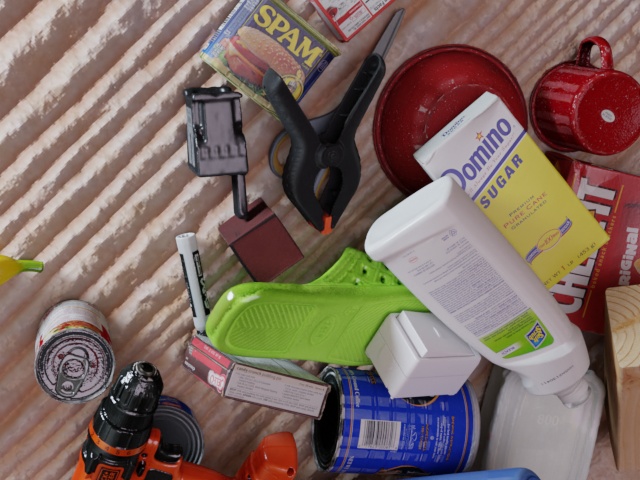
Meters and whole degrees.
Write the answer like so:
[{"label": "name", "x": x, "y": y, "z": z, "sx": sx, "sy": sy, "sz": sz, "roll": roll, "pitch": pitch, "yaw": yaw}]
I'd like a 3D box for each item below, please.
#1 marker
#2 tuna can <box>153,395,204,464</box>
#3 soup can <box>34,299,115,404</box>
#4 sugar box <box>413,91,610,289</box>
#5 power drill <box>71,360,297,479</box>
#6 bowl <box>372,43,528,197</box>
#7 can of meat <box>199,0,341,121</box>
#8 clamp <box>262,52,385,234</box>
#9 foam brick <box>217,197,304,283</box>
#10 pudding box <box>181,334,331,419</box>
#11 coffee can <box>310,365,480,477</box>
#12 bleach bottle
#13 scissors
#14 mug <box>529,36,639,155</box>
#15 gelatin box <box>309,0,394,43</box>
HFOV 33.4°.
[{"label": "marker", "x": -0.117, "y": 0.053, "z": 1.014, "sx": 0.020, "sy": 0.020, "sz": 0.121, "roll": -12, "pitch": 104, "yaw": -11}, {"label": "tuna can", "x": -0.156, "y": 0.194, "z": 1.027, "sx": 0.086, "sy": 0.034, "sz": 0.086, "roll": -3, "pitch": 103, "yaw": -13}, {"label": "soup can", "x": -0.220, "y": 0.097, "z": 0.955, "sx": 0.068, "sy": 0.102, "sz": 0.068, "roll": -3, "pitch": 102, "yaw": -13}, {"label": "sugar box", "x": 0.177, "y": -0.041, "z": 0.986, "sx": 0.093, "sy": 0.048, "sz": 0.176, "roll": -41, "pitch": 107, "yaw": 5}, {"label": "power drill", "x": -0.119, "y": 0.192, "z": 0.960, "sx": 0.187, "sy": 0.057, "sz": 0.185, "roll": 16, "pitch": 125, "yaw": -17}, {"label": "bowl", "x": 0.134, "y": -0.106, "z": 1.023, "sx": 0.162, "sy": 0.055, "sz": 0.162, "roll": -3, "pitch": 102, "yaw": -13}, {"label": "can of meat", "x": -0.047, "y": -0.169, "z": 0.965, "sx": 0.102, "sy": 0.057, "sz": 0.084, "roll": 37, "pitch": 93, "yaw": -18}, {"label": "clamp", "x": 0.011, "y": -0.091, "z": 0.974, "sx": 0.120, "sy": 0.039, "sz": 0.171, "roll": -17, "pitch": 125, "yaw": -17}, {"label": "foam brick", "x": -0.056, "y": 0.001, "z": 0.988, "sx": 0.053, "sy": 0.078, "sz": 0.051, "roll": -35, "pitch": 108, "yaw": -2}, {"label": "pudding box", "x": -0.060, "y": 0.127, "z": 0.995, "sx": 0.113, "sy": 0.090, "sz": 0.039, "roll": 17, "pitch": 94, "yaw": -33}, {"label": "coffee can", "x": 0.071, "y": 0.179, "z": 1.043, "sx": 0.140, "sy": 0.103, "sz": 0.103, "roll": 6, "pitch": 100, "yaw": -15}, {"label": "bleach bottle", "x": 0.157, "y": 0.063, "z": 0.974, "sx": 0.103, "sy": 0.068, "sz": 0.250, "roll": -34, "pitch": 108, "yaw": 27}, {"label": "scissors", "x": 0.012, "y": -0.131, "z": 1.008, "sx": 0.096, "sy": 0.016, "sz": 0.202, "roll": 12, "pitch": 99, "yaw": -16}, {"label": "mug", "x": 0.263, "y": -0.138, "z": 1.033, "sx": 0.093, "sy": 0.081, "sz": 0.117, "roll": 2, "pitch": 101, "yaw": -14}, {"label": "gelatin box", "x": 0.021, "y": -0.238, "z": 0.980, "sx": 0.073, "sy": 0.030, "sz": 0.089, "roll": -42, "pitch": 108, "yaw": -4}]
